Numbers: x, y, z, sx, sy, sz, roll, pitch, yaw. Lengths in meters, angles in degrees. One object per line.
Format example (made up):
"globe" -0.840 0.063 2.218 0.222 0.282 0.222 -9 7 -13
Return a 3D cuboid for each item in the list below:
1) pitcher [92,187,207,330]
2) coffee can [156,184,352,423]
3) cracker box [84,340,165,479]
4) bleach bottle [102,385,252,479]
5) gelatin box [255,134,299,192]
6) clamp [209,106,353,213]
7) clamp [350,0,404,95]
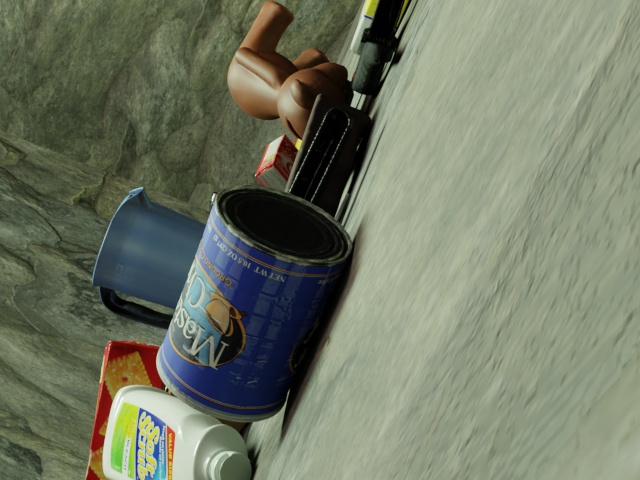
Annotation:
"pitcher" -0.172 0.045 1.411 0.149 0.242 0.145 121 169 -70
"coffee can" -0.049 0.045 0.772 0.102 0.103 0.140 -77 9 -65
"cracker box" -0.217 0.217 1.164 0.164 0.072 0.213 151 130 -81
"bleach bottle" -0.124 0.185 0.951 0.251 0.068 0.102 -11 67 61
"gelatin box" -0.028 -0.062 1.165 0.030 0.089 0.073 -31 21 25
"clamp" -0.030 -0.005 0.901 0.164 0.036 0.210 -43 -29 -32
"clamp" 0.060 -0.206 1.065 0.171 0.039 0.120 126 166 -76
